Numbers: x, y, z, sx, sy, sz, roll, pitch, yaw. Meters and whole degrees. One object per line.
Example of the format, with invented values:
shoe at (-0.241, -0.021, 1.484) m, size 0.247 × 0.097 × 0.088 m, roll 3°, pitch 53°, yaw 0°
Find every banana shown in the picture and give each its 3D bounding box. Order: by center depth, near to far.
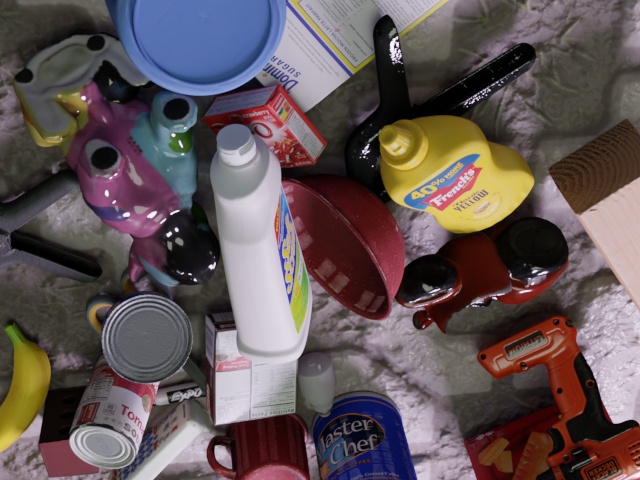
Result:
banana at (-0.325, 0.170, 1.094) m, size 0.069 × 0.037 × 0.198 m, roll 35°, pitch 112°, yaw 4°

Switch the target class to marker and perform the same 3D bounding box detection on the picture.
marker at (-0.142, 0.159, 1.119) m, size 0.121 × 0.020 × 0.020 m, roll -11°, pitch 124°, yaw 0°

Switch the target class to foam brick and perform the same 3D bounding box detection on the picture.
foam brick at (-0.254, 0.196, 1.093) m, size 0.053 × 0.078 × 0.051 m, roll -7°, pitch 125°, yaw -3°

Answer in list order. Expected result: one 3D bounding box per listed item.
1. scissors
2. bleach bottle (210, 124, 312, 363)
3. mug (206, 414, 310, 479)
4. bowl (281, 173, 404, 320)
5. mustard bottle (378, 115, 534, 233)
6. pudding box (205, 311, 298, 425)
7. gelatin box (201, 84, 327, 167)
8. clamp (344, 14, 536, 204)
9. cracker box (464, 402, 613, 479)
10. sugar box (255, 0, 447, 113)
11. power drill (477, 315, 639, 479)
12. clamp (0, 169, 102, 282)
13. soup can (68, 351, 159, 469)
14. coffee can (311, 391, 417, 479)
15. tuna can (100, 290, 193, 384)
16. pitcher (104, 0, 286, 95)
scissors at (-0.165, 0.114, 1.079) m, size 0.096 × 0.016 × 0.201 m, roll -16°, pitch 118°, yaw 8°
bleach bottle at (-0.056, 0.001, 0.939) m, size 0.068 × 0.102 × 0.251 m, roll 3°, pitch 143°, yaw 10°
mug at (-0.065, 0.238, 1.143) m, size 0.117 × 0.081 × 0.093 m, roll 15°, pitch 120°, yaw -17°
bowl at (0.026, -0.006, 0.976) m, size 0.055 × 0.162 × 0.162 m, roll -39°, pitch 126°, yaw -20°
mustard bottle at (0.108, -0.063, 0.936) m, size 0.096 × 0.058 × 0.191 m, roll -33°, pitch 150°, yaw 24°
pudding box at (-0.069, 0.126, 1.077) m, size 0.090 × 0.039 × 0.113 m, roll -6°, pitch 115°, yaw -18°
gelatin box at (-0.050, -0.096, 0.930) m, size 0.089 × 0.030 × 0.073 m, roll -3°, pitch 138°, yaw 44°
clamp at (0.073, -0.108, 0.944) m, size 0.164 × 0.036 × 0.210 m, roll 11°, pitch 131°, yaw -35°
cracker box at (0.261, 0.281, 1.136) m, size 0.164 × 0.214 × 0.072 m, roll -23°, pitch 132°, yaw 7°
sugar box at (0.016, -0.192, 0.896) m, size 0.176 × 0.048 × 0.093 m, roll -34°, pitch 122°, yaw 18°
power drill at (0.235, 0.186, 1.096) m, size 0.184 × 0.188 × 0.057 m, roll -28°, pitch 163°, yaw 8°
clamp at (-0.286, 0.002, 0.985) m, size 0.171 × 0.039 × 0.120 m, roll -11°, pitch 119°, yaw 5°
soup can at (-0.200, 0.163, 1.046) m, size 0.068 × 0.102 × 0.068 m, roll 5°, pitch 132°, yaw 6°
coffee can at (0.049, 0.244, 1.128) m, size 0.102 × 0.140 × 0.103 m, roll -4°, pitch 123°, yaw -6°
tuna can at (-0.167, 0.091, 1.019) m, size 0.086 × 0.034 × 0.086 m, roll -1°, pitch 96°, yaw -14°
pitcher at (-0.106, -0.201, 0.752) m, size 0.149 × 0.243 × 0.145 m, roll -4°, pitch 120°, yaw -13°
